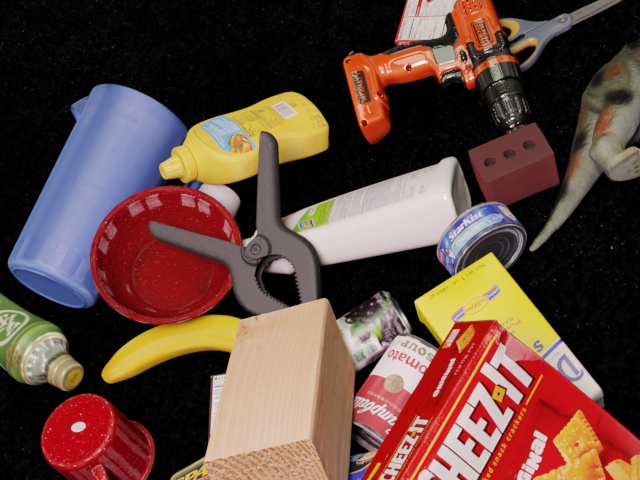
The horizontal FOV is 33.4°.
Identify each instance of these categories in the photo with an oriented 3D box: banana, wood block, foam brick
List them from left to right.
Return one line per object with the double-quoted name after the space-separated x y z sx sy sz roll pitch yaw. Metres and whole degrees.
-0.138 0.112 1.122 0.198 0.037 0.069 -5 54 18 "banana"
-0.028 0.148 0.917 0.091 0.090 0.206 -16 25 12 "wood block"
0.201 -0.076 1.113 0.078 0.051 0.053 -24 51 4 "foam brick"

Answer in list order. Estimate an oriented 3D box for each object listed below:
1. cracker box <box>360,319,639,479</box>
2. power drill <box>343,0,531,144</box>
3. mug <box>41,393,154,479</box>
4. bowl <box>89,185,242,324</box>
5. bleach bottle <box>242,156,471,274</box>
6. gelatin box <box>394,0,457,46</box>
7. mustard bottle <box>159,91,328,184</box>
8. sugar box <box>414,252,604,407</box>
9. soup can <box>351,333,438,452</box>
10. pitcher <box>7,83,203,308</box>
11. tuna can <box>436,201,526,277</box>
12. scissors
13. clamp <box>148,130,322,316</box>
0.161 0.190 0.847 0.164 0.213 0.072 -56 15 -20 "cracker box"
0.130 -0.175 1.198 0.188 0.057 0.184 -19 63 11 "power drill"
-0.219 0.212 1.054 0.093 0.081 0.117 -30 51 -1 "mug"
-0.162 0.024 1.146 0.162 0.055 0.162 0 65 1 "bowl"
0.028 -0.016 1.127 0.251 0.068 0.102 -14 23 20 "bleach bottle"
0.140 -0.257 1.279 0.089 0.030 0.073 3 59 23 "gelatin box"
-0.092 -0.108 1.205 0.191 0.058 0.096 -22 46 -24 "mustard bottle"
0.173 0.104 0.991 0.093 0.048 0.176 -33 55 -4 "sugar box"
0.072 0.146 0.997 0.069 0.068 0.102 24 67 33 "soup can"
-0.246 -0.045 1.226 0.149 0.144 0.242 -3 56 48 "pitcher"
0.159 0.005 1.051 0.086 0.086 0.034 -32 53 -3 "tuna can"
0.263 -0.257 1.239 0.201 0.016 0.096 -37 52 -7 "scissors"
-0.057 0.001 1.086 0.164 0.036 0.210 -45 73 5 "clamp"
